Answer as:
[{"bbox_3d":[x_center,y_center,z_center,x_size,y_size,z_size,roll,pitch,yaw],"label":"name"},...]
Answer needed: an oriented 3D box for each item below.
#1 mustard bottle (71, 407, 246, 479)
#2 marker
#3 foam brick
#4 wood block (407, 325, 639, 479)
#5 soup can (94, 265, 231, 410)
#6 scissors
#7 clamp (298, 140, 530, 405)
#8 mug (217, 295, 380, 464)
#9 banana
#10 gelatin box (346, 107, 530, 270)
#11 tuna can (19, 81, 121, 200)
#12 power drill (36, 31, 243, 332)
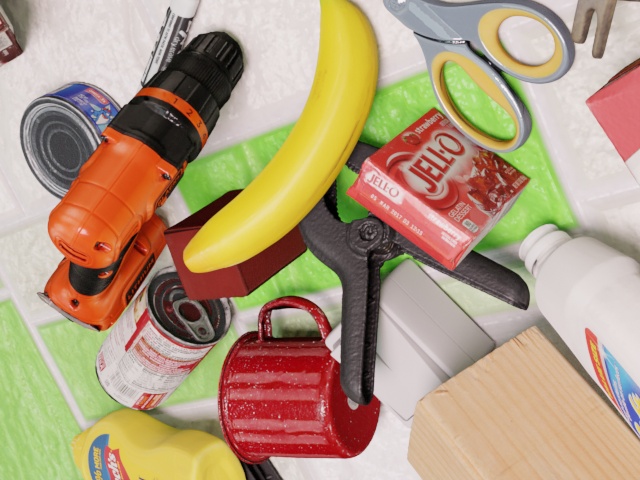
[{"bbox_3d":[-0.141,0.186,0.863,0.192,0.058,0.096,8,117,44],"label":"mustard bottle"},{"bbox_3d":[-0.097,-0.137,0.701,0.020,0.020,0.121,38,129,11],"label":"marker"},{"bbox_3d":[-0.055,0.001,0.708,0.053,0.078,0.051,-5,110,35],"label":"foam brick"},{"bbox_3d":[0.147,0.162,0.593,0.206,0.090,0.090,51,160,28],"label":"wood block"},{"bbox_3d":[-0.119,0.075,0.796,0.068,0.068,0.102,46,130,5],"label":"soup can"},{"bbox_3d":[0.063,-0.140,0.595,0.096,0.016,0.202,-34,93,39],"label":"scissors"},{"bbox_3d":[0.045,0.000,0.634,0.120,0.039,0.171,-22,69,7],"label":"clamp"},{"bbox_3d":[-0.012,0.095,0.728,0.082,0.093,0.117,-4,94,30],"label":"mug"},{"bbox_3d":[-0.014,-0.060,0.635,0.070,0.037,0.198,27,94,26],"label":"banana"},{"bbox_3d":[0.068,-0.031,0.601,0.073,0.089,0.030,38,129,11],"label":"gelatin box"},{"bbox_3d":[-0.178,-0.070,0.780,0.086,0.033,0.086,15,121,26],"label":"tuna can"},{"bbox_3d":[-0.120,-0.032,0.700,0.057,0.184,0.188,32,148,0],"label":"power drill"}]
